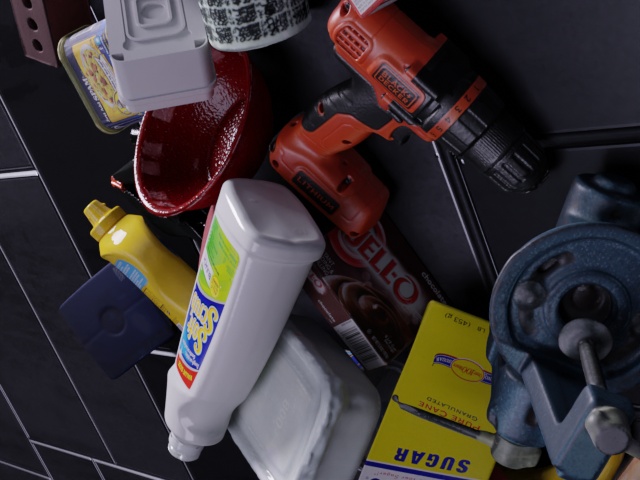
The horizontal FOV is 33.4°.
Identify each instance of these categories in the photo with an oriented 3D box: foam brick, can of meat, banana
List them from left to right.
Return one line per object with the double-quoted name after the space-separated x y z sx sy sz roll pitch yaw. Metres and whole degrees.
-0.253 -0.213 1.010 0.053 0.051 0.078 23 135 34 "foam brick"
-0.180 -0.155 0.975 0.084 0.057 0.102 -8 114 48 "can of meat"
0.188 0.189 0.872 0.069 0.037 0.198 53 144 -3 "banana"

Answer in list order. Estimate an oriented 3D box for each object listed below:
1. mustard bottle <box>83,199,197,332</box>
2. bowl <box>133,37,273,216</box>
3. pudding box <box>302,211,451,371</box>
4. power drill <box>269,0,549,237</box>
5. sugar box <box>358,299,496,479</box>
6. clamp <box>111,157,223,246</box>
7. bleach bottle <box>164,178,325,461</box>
-0.166 0.031 1.087 0.191 0.058 0.096 44 166 -3 "mustard bottle"
-0.089 -0.089 0.888 0.055 0.162 0.162 21 164 -38 "bowl"
0.040 0.035 0.863 0.113 0.089 0.039 55 146 -4 "pudding box"
0.054 -0.074 0.779 0.184 0.057 0.188 44 144 -2 "power drill"
0.094 0.143 0.816 0.093 0.176 0.048 21 174 9 "sugar box"
-0.131 -0.042 1.028 0.210 0.036 0.164 29 144 33 "clamp"
-0.075 0.080 0.853 0.103 0.068 0.251 58 135 50 "bleach bottle"
